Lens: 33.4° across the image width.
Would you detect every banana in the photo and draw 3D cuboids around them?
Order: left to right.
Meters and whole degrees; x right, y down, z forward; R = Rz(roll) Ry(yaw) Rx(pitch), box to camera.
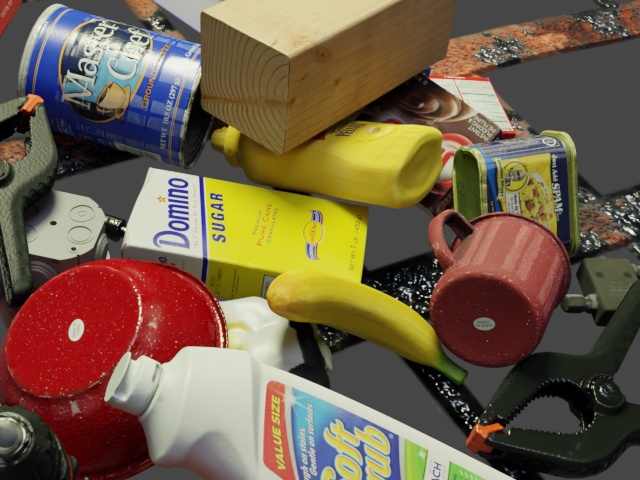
[{"bbox_3d":[0.025,0.050,0.726,0.197,0.037,0.070,23,4,-41],"label":"banana"}]

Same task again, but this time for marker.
[{"bbox_3d":[-0.203,-0.026,0.823,0.121,0.020,0.020,20,44,8],"label":"marker"}]

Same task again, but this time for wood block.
[{"bbox_3d":[0.011,-0.162,0.846,0.091,0.090,0.205,33,48,27],"label":"wood block"}]

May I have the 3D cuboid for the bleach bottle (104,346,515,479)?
[{"bbox_3d":[-0.003,0.134,0.593,0.250,0.068,0.102,28,56,-17],"label":"bleach bottle"}]

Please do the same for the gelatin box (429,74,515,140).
[{"bbox_3d":[0.130,-0.115,0.981,0.073,0.030,0.089,0,45,-14],"label":"gelatin box"}]

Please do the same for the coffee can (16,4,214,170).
[{"bbox_3d":[-0.161,-0.125,0.875,0.140,0.103,0.102,16,43,4],"label":"coffee can"}]

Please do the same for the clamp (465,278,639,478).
[{"bbox_3d":[0.196,0.105,0.757,0.209,0.036,0.164,-7,55,-15],"label":"clamp"}]

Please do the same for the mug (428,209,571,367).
[{"bbox_3d":[0.119,0.029,0.763,0.117,0.093,0.081,51,33,-8],"label":"mug"}]

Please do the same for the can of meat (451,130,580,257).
[{"bbox_3d":[0.154,-0.031,0.850,0.083,0.102,0.057,-9,12,-18],"label":"can of meat"}]

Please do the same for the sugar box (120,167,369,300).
[{"bbox_3d":[-0.055,0.001,0.808,0.176,0.048,0.093,12,42,-3],"label":"sugar box"}]

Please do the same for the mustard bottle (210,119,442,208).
[{"bbox_3d":[-0.005,-0.070,0.862,0.192,0.058,0.096,10,28,27],"label":"mustard bottle"}]

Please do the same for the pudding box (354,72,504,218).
[{"bbox_3d":[0.086,-0.083,0.902,0.114,0.039,0.090,40,87,29],"label":"pudding box"}]

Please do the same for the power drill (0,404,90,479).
[{"bbox_3d":[-0.094,0.154,0.555,0.187,0.184,0.057,26,64,2],"label":"power drill"}]

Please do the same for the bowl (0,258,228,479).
[{"bbox_3d":[-0.141,0.068,0.663,0.162,0.055,0.162,-11,53,14],"label":"bowl"}]

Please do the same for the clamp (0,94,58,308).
[{"bbox_3d":[-0.238,-0.040,0.727,0.120,0.039,0.171,22,45,-19],"label":"clamp"}]
